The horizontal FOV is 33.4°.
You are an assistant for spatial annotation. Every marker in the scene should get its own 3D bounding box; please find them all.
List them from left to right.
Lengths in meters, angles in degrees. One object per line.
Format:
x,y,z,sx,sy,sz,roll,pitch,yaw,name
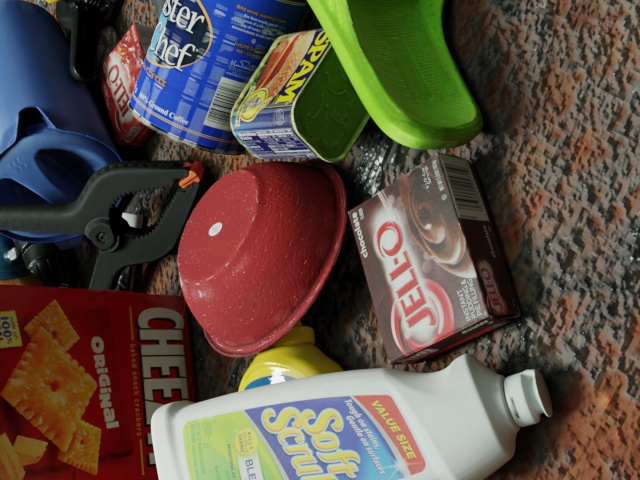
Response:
-0.179,0.035,0.978,0.020,0.020,0.121,8,92,48,marker

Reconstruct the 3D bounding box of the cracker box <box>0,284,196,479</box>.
-0.199,0.123,0.845,0.072,0.213,0.164,-20,71,43,cracker box

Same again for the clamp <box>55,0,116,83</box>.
-0.214,-0.236,1.025,0.120,0.039,0.171,-46,43,15,clamp

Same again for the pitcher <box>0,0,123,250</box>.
-0.278,-0.116,1.033,0.149,0.144,0.243,-48,46,24,pitcher

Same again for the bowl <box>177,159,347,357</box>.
-0.055,0.001,0.778,0.162,0.055,0.162,-34,41,35,bowl

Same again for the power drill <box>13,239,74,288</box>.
-0.329,0.034,1.121,0.188,0.057,0.184,-52,50,28,power drill

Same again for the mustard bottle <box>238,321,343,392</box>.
-0.017,0.138,0.755,0.096,0.058,0.191,-19,70,41,mustard bottle

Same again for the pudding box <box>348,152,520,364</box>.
0.071,0.014,0.687,0.090,0.039,0.113,-33,62,42,pudding box

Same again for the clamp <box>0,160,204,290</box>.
-0.194,-0.013,0.922,0.210,0.164,0.036,-38,18,18,clamp

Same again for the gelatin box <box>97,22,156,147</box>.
-0.169,-0.142,0.980,0.073,0.030,0.089,-41,56,37,gelatin box

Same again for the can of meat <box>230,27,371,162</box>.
-0.007,-0.105,0.756,0.084,0.057,0.102,4,57,52,can of meat

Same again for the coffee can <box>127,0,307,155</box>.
-0.078,-0.151,0.826,0.103,0.102,0.140,42,116,42,coffee can

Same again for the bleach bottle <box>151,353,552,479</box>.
0.018,0.121,0.669,0.251,0.068,0.102,-20,73,21,bleach bottle
